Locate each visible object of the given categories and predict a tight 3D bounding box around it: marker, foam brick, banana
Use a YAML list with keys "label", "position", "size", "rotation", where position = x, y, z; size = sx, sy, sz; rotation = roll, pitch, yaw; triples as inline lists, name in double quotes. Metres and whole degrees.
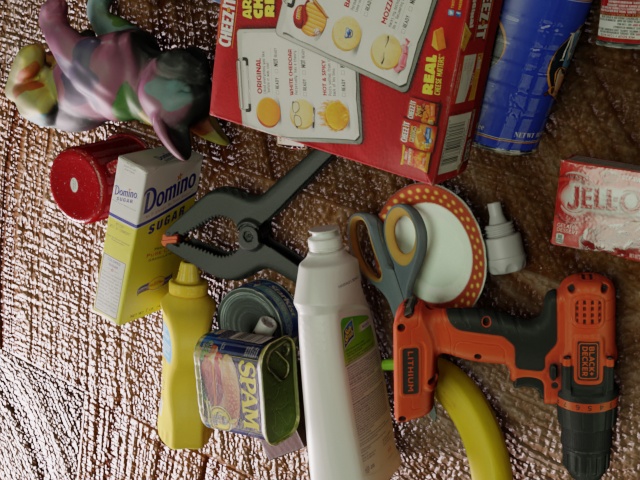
- label: "marker"
  position: [-0.077, 0.126, 1.074]
  size: [0.020, 0.020, 0.121]
  rotation: [40, 121, 18]
- label: "foam brick"
  position: [-0.037, 0.174, 1.083]
  size: [0.051, 0.052, 0.078]
  rotation: [-27, 87, 35]
- label: "banana"
  position: [0.131, 0.178, 0.967]
  size: [0.070, 0.037, 0.198]
  rotation: [-35, 70, 15]

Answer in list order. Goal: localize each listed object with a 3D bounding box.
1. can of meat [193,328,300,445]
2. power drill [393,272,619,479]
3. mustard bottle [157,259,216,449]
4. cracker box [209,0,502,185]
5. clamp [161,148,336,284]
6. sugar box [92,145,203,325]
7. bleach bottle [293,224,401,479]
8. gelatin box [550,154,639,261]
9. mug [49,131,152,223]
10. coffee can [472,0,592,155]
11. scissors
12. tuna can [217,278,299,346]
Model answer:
- label: "can of meat"
  position: [-0.071, 0.138, 1.028]
  size: [0.084, 0.057, 0.102]
  rotation: [6, 106, 33]
- label: "power drill"
  position: [0.157, 0.117, 0.907]
  size: [0.188, 0.057, 0.184]
  rotation: [-1, 103, 9]
- label: "mustard bottle"
  position: [-0.139, 0.113, 1.115]
  size: [0.058, 0.096, 0.192]
  rotation: [1, 106, -8]
- label: "cracker box"
  position: [0.024, -0.153, 0.821]
  size: [0.214, 0.071, 0.164]
  rotation: [20, 114, 29]
- label: "clamp"
  position: [-0.057, 0.001, 1.048]
  size: [0.210, 0.036, 0.164]
  rotation: [-11, 97, 24]
- label: "sugar box"
  position: [-0.178, -0.007, 1.104]
  size: [0.048, 0.093, 0.176]
  rotation: [27, 116, 24]
- label: "bleach bottle"
  position: [0.021, 0.108, 0.991]
  size: [0.068, 0.102, 0.251]
  rotation: [1, 105, 28]
- label: "gelatin box"
  position: [0.236, -0.026, 0.865]
  size: [0.089, 0.030, 0.073]
  rotation: [13, 109, 30]
- label: "mug"
  position: [-0.222, -0.068, 1.124]
  size: [0.117, 0.081, 0.093]
  rotation: [-21, 90, 35]
- label: "coffee can"
  position: [0.148, -0.152, 0.847]
  size: [0.103, 0.102, 0.140]
  rotation: [28, 116, 25]
- label: "scissors"
  position: [0.085, 0.054, 0.957]
  size: [0.096, 0.016, 0.202]
  rotation: [-43, 67, 41]
- label: "tuna can"
  position: [-0.063, 0.084, 1.088]
  size: [0.086, 0.033, 0.086]
  rotation: [9, 107, 31]
